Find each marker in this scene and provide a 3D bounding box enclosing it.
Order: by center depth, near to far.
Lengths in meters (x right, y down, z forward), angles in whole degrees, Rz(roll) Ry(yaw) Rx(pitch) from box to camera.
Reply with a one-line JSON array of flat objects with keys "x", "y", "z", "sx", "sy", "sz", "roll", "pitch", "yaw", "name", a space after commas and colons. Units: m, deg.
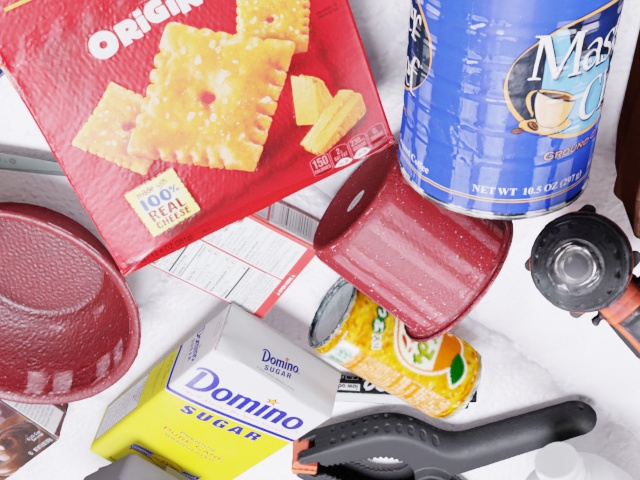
[{"x": 0.048, "y": 0.105, "z": 0.742, "sx": 0.121, "sy": 0.020, "sz": 0.020, "roll": 3, "pitch": 128, "yaw": 3, "name": "marker"}]

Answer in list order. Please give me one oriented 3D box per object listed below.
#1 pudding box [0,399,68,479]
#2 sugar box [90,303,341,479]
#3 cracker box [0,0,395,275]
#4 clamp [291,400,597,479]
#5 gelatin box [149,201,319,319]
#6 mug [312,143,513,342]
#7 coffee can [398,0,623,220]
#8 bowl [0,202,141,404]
[{"x": -0.253, "y": 0.133, "z": 0.781, "sx": 0.090, "sy": 0.039, "sz": 0.114, "roll": 40, "pitch": 121, "yaw": -22, "name": "pudding box"}, {"x": -0.075, "y": 0.118, "z": 0.731, "sx": 0.093, "sy": 0.048, "sz": 0.177, "roll": 33, "pitch": 136, "yaw": -18, "name": "sugar box"}, {"x": -0.072, "y": -0.109, "z": 0.523, "sx": 0.164, "sy": 0.072, "sz": 0.213, "roll": -25, "pitch": 125, "yaw": -4, "name": "cracker box"}, {"x": 0.084, "y": 0.175, "z": 0.782, "sx": 0.210, "sy": 0.036, "sz": 0.165, "roll": 2, "pitch": 128, "yaw": 0, "name": "clamp"}, {"x": -0.054, "y": 0.001, "z": 0.665, "sx": 0.089, "sy": 0.030, "sz": 0.073, "roll": 28, "pitch": 127, "yaw": -16, "name": "gelatin box"}, {"x": 0.045, "y": 0.000, "z": 0.627, "sx": 0.081, "sy": 0.093, "sz": 0.117, "roll": 36, "pitch": 159, "yaw": -15, "name": "mug"}, {"x": 0.093, "y": -0.096, "z": 0.529, "sx": 0.103, "sy": 0.102, "sz": 0.140, "roll": 3, "pitch": 128, "yaw": 3, "name": "coffee can"}, {"x": -0.189, "y": 0.031, "z": 0.685, "sx": 0.162, "sy": 0.055, "sz": 0.162, "roll": 3, "pitch": 128, "yaw": 4, "name": "bowl"}]
